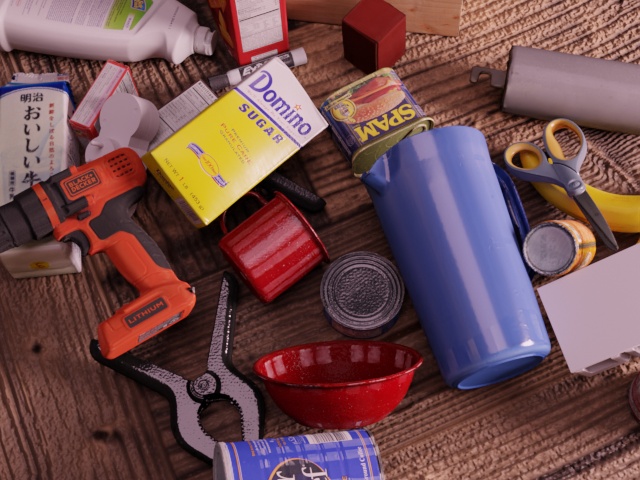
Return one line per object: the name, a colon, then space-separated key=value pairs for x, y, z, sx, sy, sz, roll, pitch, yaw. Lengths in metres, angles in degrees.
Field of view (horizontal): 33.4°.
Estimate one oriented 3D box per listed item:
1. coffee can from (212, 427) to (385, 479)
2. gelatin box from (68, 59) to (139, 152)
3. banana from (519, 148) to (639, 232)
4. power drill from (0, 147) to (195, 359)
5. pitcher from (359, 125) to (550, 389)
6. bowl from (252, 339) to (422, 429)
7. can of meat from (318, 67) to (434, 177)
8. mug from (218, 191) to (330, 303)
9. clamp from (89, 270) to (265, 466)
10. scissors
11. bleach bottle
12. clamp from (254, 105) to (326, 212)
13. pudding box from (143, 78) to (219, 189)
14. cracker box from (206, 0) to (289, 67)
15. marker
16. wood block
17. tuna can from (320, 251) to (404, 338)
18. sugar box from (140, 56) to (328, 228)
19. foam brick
coffee can: x=-0.021 y=0.228 z=0.967 sx=0.140 sy=0.103 sz=0.103 roll=-4 pitch=65 yaw=-13
gelatin box: x=-0.236 y=-0.143 z=1.175 sx=0.030 sy=0.073 sz=0.089 roll=21 pitch=69 yaw=13
banana: x=0.285 y=-0.049 z=1.108 sx=0.198 sy=0.037 sz=0.069 roll=19 pitch=72 yaw=35
power drill: x=-0.223 y=0.018 z=1.043 sx=0.184 sy=0.057 sz=0.188 roll=-29 pitch=81 yaw=-17
pitcher: x=0.147 y=0.017 z=1.066 sx=0.149 sy=0.145 sz=0.243 roll=-20 pitch=69 yaw=6
bowl: x=0.018 y=0.140 z=1.014 sx=0.162 sy=0.162 sz=0.055 roll=-3 pitch=98 yaw=1
can of meat: x=0.059 y=-0.131 z=1.167 sx=0.102 sy=0.057 sz=0.084 roll=-27 pitch=64 yaw=-10
mug: x=-0.057 y=0.001 z=1.093 sx=0.081 sy=0.093 sz=0.117 roll=-38 pitch=75 yaw=-9
clamp: x=-0.126 y=0.148 z=1.058 sx=0.164 sy=0.036 sz=0.210 roll=-21 pitch=69 yaw=-8
scissors: x=0.239 y=-0.053 z=1.085 sx=0.096 sy=0.016 sz=0.201 roll=-13 pitch=43 yaw=16
bleach bottle: x=-0.246 y=-0.246 z=1.230 sx=0.251 sy=0.068 sz=0.102 roll=13 pitch=67 yaw=6
clamp: x=-0.074 y=-0.097 z=1.140 sx=0.171 sy=0.039 sz=0.120 roll=7 pitch=71 yaw=-15
pudding box: x=-0.146 y=-0.112 z=1.177 sx=0.113 sy=0.039 sz=0.090 roll=-38 pitch=69 yaw=-16
cracker box: x=-0.098 y=-0.317 z=1.171 sx=0.072 sy=0.214 sz=0.164 roll=-20 pitch=66 yaw=-7
marker: x=-0.075 y=-0.194 z=1.221 sx=0.121 sy=0.020 sz=0.020 roll=-19 pitch=66 yaw=-6
wood block: x=0.064 y=-0.306 z=1.228 sx=0.206 sy=0.090 sz=0.091 roll=7 pitch=65 yaw=6
tuna can: x=0.043 y=0.057 z=1.094 sx=0.086 sy=0.034 sz=0.086 roll=-1 pitch=66 yaw=2
sugar box: x=-0.085 y=-0.101 z=1.087 sx=0.176 sy=0.048 sz=0.093 roll=-41 pitch=103 yaw=-19
foam brick: x=0.060 y=-0.229 z=1.199 sx=0.053 sy=0.078 sz=0.051 roll=39 pitch=74 yaw=18
